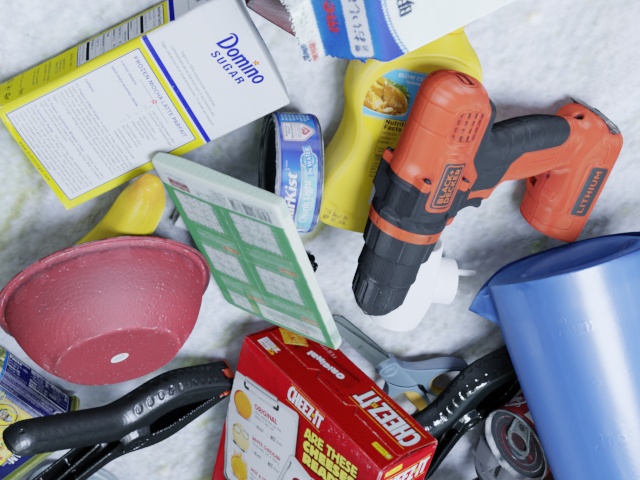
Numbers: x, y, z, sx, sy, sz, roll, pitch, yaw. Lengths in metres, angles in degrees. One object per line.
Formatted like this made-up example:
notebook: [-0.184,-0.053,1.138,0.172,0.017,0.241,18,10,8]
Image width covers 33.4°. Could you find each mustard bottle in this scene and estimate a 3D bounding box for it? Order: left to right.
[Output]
mustard bottle: [0.060,-0.095,0.743,0.096,0.058,0.192,5,124,-20]

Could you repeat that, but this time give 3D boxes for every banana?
banana: [-0.170,0.012,0.779,0.198,0.069,0.037,-36,84,24]

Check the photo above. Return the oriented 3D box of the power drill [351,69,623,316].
power drill: [0.116,-0.031,0.753,0.187,0.057,0.185,-6,129,-38]

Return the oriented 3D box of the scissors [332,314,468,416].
scissors: [0.074,0.098,0.881,0.096,0.016,0.201,-24,140,-2]

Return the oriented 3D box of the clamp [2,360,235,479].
clamp: [-0.161,0.153,0.848,0.209,0.036,0.165,-20,155,-34]

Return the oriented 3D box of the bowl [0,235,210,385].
bowl: [-0.154,0.062,0.786,0.162,0.055,0.162,-14,152,-8]

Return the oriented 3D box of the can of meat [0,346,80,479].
can of meat: [-0.262,0.144,0.865,0.102,0.057,0.084,-37,120,16]

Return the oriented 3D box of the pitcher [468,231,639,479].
pitcher: [0.230,0.118,0.810,0.144,0.149,0.243,-20,95,-29]

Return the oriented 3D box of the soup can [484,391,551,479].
soup can: [0.200,0.152,0.909,0.102,0.069,0.068,-26,132,-30]

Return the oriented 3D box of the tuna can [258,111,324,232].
tuna can: [-0.022,-0.047,0.749,0.033,0.086,0.086,1,125,-11]

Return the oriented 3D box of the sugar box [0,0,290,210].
sugar box: [-0.119,-0.099,0.723,0.176,0.048,0.093,-25,126,5]

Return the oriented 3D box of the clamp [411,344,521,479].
clamp: [0.109,0.146,0.901,0.172,0.039,0.120,-50,153,17]

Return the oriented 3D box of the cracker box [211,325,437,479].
cracker box: [-0.006,0.194,0.870,0.071,0.164,0.214,-19,137,-39]
